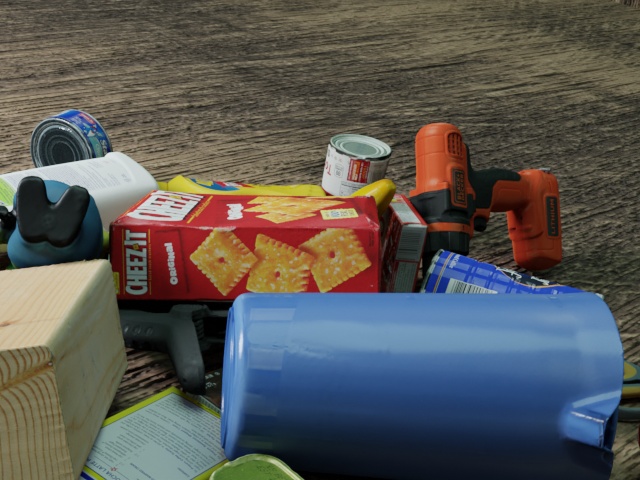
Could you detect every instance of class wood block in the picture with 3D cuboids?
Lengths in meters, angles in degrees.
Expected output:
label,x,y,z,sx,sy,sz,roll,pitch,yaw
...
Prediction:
label,x,y,z,sx,sy,sz,roll,pitch,yaw
wood block,-0.189,0.082,0.691,0.091,0.090,0.206,-7,12,0

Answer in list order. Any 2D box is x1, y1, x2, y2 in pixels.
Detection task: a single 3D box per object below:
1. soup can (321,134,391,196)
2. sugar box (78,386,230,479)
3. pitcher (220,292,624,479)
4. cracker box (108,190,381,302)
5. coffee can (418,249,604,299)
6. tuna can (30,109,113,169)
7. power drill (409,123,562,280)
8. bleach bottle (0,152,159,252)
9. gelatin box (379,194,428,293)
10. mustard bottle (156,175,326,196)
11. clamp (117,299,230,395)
label,x,y,z,sx,sy,sz,roll,pitch,yaw
soup can,0.034,-0.053,1.126,0.068,0.102,0.068,8,25,-4
sugar box,-0.127,0.158,0.675,0.093,0.048,0.175,25,32,33
pitcher,0.059,0.092,0.694,0.242,0.149,0.145,4,55,-7
cracker box,-0.056,0.001,0.905,0.213,0.072,0.164,2,11,2
coffee can,0.153,0.075,0.890,0.140,0.103,0.102,16,25,15
tuna can,-0.262,-0.092,1.121,0.086,0.086,0.033,20,28,20
power drill,0.167,-0.015,1.066,0.187,0.184,0.058,9,-13,-43
bleach bottle,-0.277,-0.028,0.967,0.250,0.068,0.103,-10,28,-36
gelatin box,0.070,0.010,1.018,0.030,0.089,0.073,3,25,-15
mustard bottle,-0.094,-0.034,1.082,0.191,0.058,0.096,3,6,-11
clamp,-0.091,0.068,0.839,0.164,0.036,0.210,-10,15,-40
